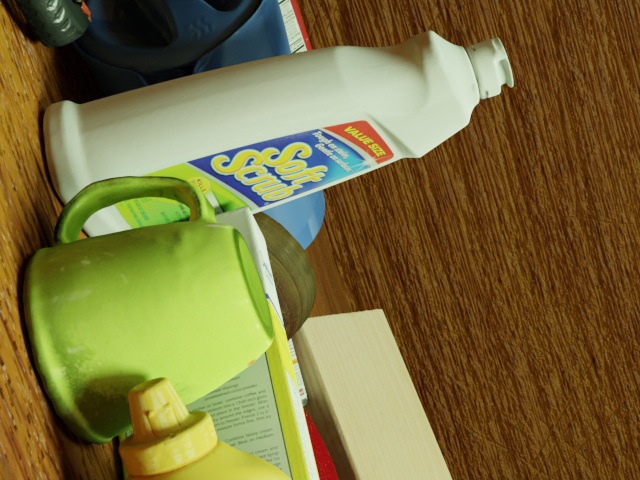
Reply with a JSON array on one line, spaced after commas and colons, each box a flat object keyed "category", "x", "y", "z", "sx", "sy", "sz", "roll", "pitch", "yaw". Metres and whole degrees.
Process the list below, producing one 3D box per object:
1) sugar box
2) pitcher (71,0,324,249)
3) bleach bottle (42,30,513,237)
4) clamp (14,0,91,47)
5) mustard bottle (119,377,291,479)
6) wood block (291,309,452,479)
[{"category": "sugar box", "x": -0.061, "y": 0.072, "z": 0.560, "sx": 0.048, "sy": 0.093, "sz": 0.176, "roll": 69, "pitch": 6, "yaw": -52}, {"category": "pitcher", "x": -0.071, "y": -0.094, "z": 0.750, "sx": 0.145, "sy": 0.149, "sz": 0.243, "roll": 29, "pitch": -25, "yaw": 30}, {"category": "bleach bottle", "x": -0.018, "y": -0.066, "z": 0.597, "sx": 0.102, "sy": 0.251, "sz": 0.068, "roll": 66, "pitch": 8, "yaw": -58}, {"category": "clamp", "x": -0.156, "y": -0.146, "z": 0.563, "sx": 0.171, "sy": 0.039, "sz": 0.120, "roll": 65, "pitch": 10, "yaw": -65}, {"category": "mustard bottle", "x": -0.042, "y": 0.150, "z": 0.458, "sx": 0.058, "sy": 0.096, "sz": 0.191, "roll": -2, "pitch": -73, "yaw": 68}, {"category": "wood block", "x": 0.029, "y": 0.168, "z": 0.835, "sx": 0.090, "sy": 0.090, "sz": 0.206, "roll": -4, "pitch": 63, "yaw": -40}]
